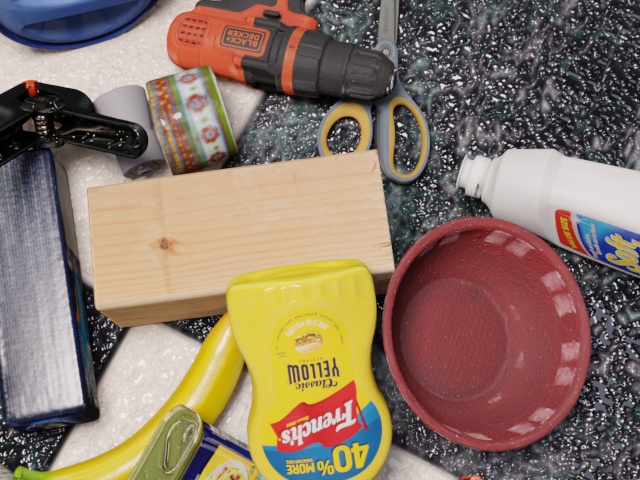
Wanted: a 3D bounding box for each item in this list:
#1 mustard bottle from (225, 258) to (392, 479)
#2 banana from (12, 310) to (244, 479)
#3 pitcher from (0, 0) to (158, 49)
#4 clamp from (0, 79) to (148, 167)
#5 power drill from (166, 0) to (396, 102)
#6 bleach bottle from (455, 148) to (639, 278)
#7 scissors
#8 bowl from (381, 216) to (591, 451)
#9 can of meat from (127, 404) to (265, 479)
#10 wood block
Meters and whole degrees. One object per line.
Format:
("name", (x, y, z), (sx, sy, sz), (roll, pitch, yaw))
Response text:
("mustard bottle", (-0.003, 0.113, 0.707), (0.096, 0.058, 0.191), (-9, 100, -5))
("banana", (-0.117, 0.132, 0.761), (0.197, 0.037, 0.069), (-38, 122, -14))
("pitcher", (-0.226, -0.283, 0.832), (0.145, 0.149, 0.243), (-22, 72, 8))
("clamp", (-0.208, -0.083, 0.770), (0.120, 0.172, 0.039), (-6, 110, -29))
("power drill", (-0.013, -0.204, 0.836), (0.184, 0.057, 0.187), (13, 76, 11))
("bleach bottle", (0.222, -0.012, 0.773), (0.251, 0.102, 0.068), (17, 68, 13))
("scissors", (0.034, -0.137, 0.845), (0.096, 0.016, 0.202), (-11, 75, 0))
("bowl", (0.108, 0.067, 0.754), (0.162, 0.055, 0.162), (4, 78, -20))
("can of meat", (-0.083, 0.177, 0.730), (0.083, 0.058, 0.102), (35, 78, -28))
("wood block", (-0.055, 0.001, 0.775), (0.206, 0.090, 0.091), (-7, 76, 0))
